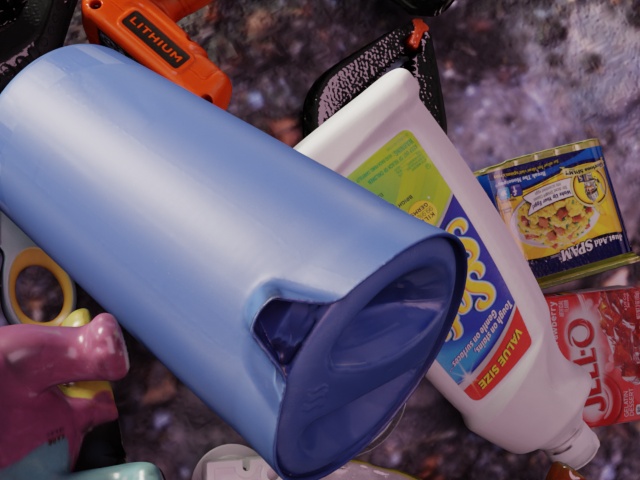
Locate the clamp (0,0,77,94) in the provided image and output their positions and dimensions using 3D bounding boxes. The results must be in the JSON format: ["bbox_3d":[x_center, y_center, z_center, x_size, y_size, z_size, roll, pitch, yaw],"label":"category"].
[{"bbox_3d":[-0.194,-0.088,0.580,0.171,0.039,0.120,-40,65,-12],"label":"clamp"}]

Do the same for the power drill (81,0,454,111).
[{"bbox_3d":[-0.034,-0.151,0.639,0.184,0.057,0.187,39,72,6],"label":"power drill"}]

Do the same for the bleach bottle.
[{"bbox_3d":[0.085,0.029,0.621,0.102,0.068,0.251,-38,100,8],"label":"bleach bottle"}]

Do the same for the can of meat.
[{"bbox_3d":[0.143,-0.013,0.686,0.102,0.057,0.084,-15,86,-17],"label":"can of meat"}]

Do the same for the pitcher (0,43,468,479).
[{"bbox_3d":[-0.054,0.001,0.541,0.243,0.149,0.144,35,51,28],"label":"pitcher"}]

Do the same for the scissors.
[{"bbox_3d":[-0.177,-0.027,0.616,0.096,0.016,0.201,14,76,-17],"label":"scissors"}]

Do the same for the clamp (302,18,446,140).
[{"bbox_3d":[0.013,-0.044,0.662,0.164,0.036,0.210,17,83,-14],"label":"clamp"}]
